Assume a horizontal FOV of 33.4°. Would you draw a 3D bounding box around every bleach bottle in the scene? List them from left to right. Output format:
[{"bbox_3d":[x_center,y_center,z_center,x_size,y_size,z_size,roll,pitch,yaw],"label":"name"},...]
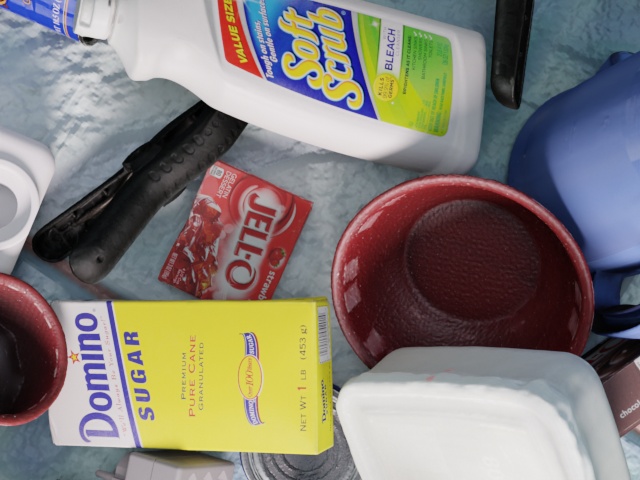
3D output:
[{"bbox_3d":[-0.024,-0.105,0.650,0.250,0.068,0.102,9,79,-20],"label":"bleach bottle"}]

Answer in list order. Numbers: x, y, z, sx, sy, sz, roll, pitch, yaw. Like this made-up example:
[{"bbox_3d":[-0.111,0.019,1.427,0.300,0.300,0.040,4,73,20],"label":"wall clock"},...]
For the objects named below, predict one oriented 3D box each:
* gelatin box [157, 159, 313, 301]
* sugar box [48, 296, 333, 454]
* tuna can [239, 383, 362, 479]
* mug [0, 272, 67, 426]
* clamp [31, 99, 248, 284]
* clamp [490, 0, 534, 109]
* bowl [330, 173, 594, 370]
[{"bbox_3d":[-0.055,0.001,0.698,0.073,0.030,0.089,25,86,-1],"label":"gelatin box"},{"bbox_3d":[-0.081,0.082,0.660,0.176,0.048,0.093,-2,87,14],"label":"sugar box"},{"bbox_3d":[-0.010,0.132,0.690,0.086,0.034,0.086,0,87,-2],"label":"tuna can"},{"bbox_3d":[-0.222,0.067,0.637,0.117,0.082,0.093,42,43,-28],"label":"mug"},{"bbox_3d":[-0.104,-0.036,0.660,0.171,0.120,0.039,-43,118,-6],"label":"clamp"},{"bbox_3d":[0.132,-0.187,0.673,0.164,0.036,0.210,-36,62,-1],"label":"clamp"},{"bbox_3d":[0.090,0.025,0.669,0.162,0.055,0.162,7,116,15],"label":"bowl"}]
